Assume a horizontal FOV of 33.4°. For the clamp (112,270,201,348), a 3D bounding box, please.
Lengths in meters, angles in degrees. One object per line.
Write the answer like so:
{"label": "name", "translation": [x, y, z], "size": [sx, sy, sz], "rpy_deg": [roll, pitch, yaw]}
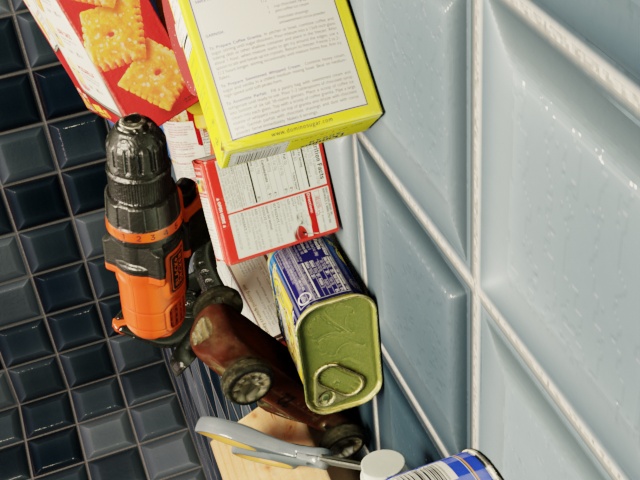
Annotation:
{"label": "clamp", "translation": [-0.131, 0.075, 1.132], "size": [0.120, 0.171, 0.039], "rpy_deg": [62, 167, 13]}

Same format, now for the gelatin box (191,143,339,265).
{"label": "gelatin box", "translation": [-0.036, -0.031, 0.733], "size": [0.030, 0.089, 0.073], "rpy_deg": [14, 120, 65]}

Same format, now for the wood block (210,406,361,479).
{"label": "wood block", "translation": [-0.005, 0.237, 0.872], "size": [0.090, 0.090, 0.206], "rpy_deg": [42, -164, -48]}

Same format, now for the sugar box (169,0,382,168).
{"label": "sugar box", "translation": [-0.037, -0.137, 0.597], "size": [0.048, 0.093, 0.176], "rpy_deg": [135, 119, -76]}

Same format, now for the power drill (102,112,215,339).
{"label": "power drill", "translation": [-0.095, -0.045, 0.789], "size": [0.057, 0.187, 0.184], "rpy_deg": [19, 132, 18]}

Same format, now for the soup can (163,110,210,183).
{"label": "soup can", "translation": [-0.118, -0.106, 1.045], "size": [0.068, 0.068, 0.102], "rpy_deg": [-128, 24, -60]}

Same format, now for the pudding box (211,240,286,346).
{"label": "pudding box", "translation": [-0.053, 0.045, 0.915], "size": [0.113, 0.039, 0.090], "rpy_deg": [59, 168, 18]}

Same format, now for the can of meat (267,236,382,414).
{"label": "can of meat", "translation": [0.001, 0.057, 0.761], "size": [0.084, 0.057, 0.102], "rpy_deg": [-119, 18, -51]}

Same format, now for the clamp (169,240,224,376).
{"label": "clamp", "translation": [-0.085, 0.059, 1.012], "size": [0.036, 0.164, 0.210], "rpy_deg": [-37, 53, 32]}

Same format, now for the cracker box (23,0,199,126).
{"label": "cracker box", "translation": [-0.191, -0.198, 0.849], "size": [0.213, 0.072, 0.164], "rpy_deg": [62, 165, -25]}

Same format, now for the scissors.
{"label": "scissors", "translation": [-0.022, 0.153, 0.784], "size": [0.202, 0.096, 0.016], "rpy_deg": [-13, 53, 56]}
